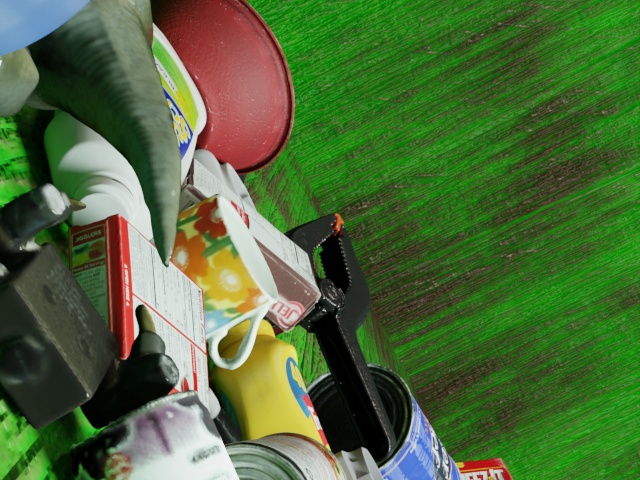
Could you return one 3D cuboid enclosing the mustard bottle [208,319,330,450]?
[{"bbox_3d":[-0.024,0.120,0.639,0.096,0.058,0.192,72,-6,-61],"label":"mustard bottle"}]

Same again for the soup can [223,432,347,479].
[{"bbox_3d":[-0.026,0.127,0.507,0.068,0.068,0.102,64,5,11],"label":"soup can"}]

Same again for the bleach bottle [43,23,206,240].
[{"bbox_3d":[-0.113,-0.056,0.624,0.102,0.068,0.251,61,7,-25],"label":"bleach bottle"}]

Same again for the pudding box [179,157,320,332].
[{"bbox_3d":[-0.055,0.001,0.695,0.113,0.039,0.090,42,7,-15],"label":"pudding box"}]

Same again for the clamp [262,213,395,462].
[{"bbox_3d":[0.004,0.058,0.804,0.164,0.036,0.209,43,31,-17],"label":"clamp"}]

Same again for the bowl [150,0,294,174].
[{"bbox_3d":[-0.100,-0.111,0.790,0.055,0.162,0.162,-41,109,-44],"label":"bowl"}]

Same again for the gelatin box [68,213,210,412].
[{"bbox_3d":[-0.083,0.041,0.494,0.089,0.030,0.073,53,24,-57],"label":"gelatin box"}]

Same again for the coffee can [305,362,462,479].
[{"bbox_3d":[0.047,0.176,0.851,0.140,0.103,0.103,59,6,-46],"label":"coffee can"}]
